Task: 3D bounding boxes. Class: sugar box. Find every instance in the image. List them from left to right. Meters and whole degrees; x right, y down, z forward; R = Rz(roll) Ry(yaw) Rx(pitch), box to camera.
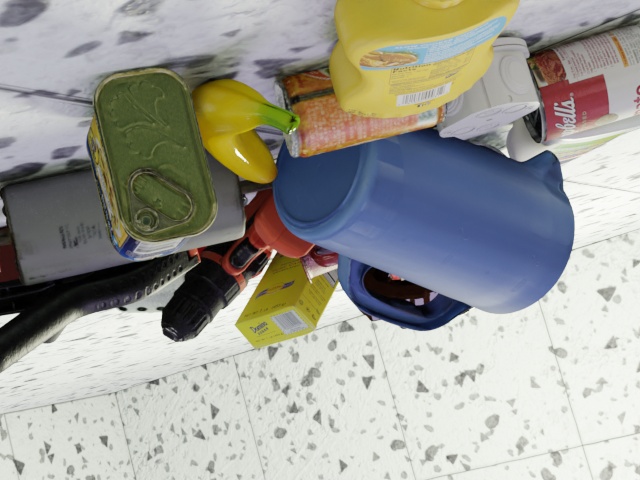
[{"bbox_3d":[-0.019,0.036,1.182,0.094,0.048,0.176,-20,-148,38],"label":"sugar box"}]

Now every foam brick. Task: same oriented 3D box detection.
[{"bbox_3d":[-0.269,0.022,0.934,0.051,0.053,0.078,-16,172,4],"label":"foam brick"}]

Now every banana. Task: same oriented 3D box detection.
[{"bbox_3d":[-0.055,-0.069,0.695,0.037,0.069,0.198,-51,-178,-6],"label":"banana"}]

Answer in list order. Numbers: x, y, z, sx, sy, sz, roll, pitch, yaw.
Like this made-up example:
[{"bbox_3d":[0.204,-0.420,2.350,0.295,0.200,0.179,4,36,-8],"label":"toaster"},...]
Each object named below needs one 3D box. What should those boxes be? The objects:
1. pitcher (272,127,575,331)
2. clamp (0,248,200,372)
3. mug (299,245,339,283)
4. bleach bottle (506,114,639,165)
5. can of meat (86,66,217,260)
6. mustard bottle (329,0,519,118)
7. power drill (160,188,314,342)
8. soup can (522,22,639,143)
[{"bbox_3d":[0.076,-0.018,0.846,0.242,0.149,0.145,17,160,-42],"label":"pitcher"},{"bbox_3d":[-0.196,0.037,0.828,0.209,0.036,0.165,-25,-157,-30],"label":"clamp"},{"bbox_3d":[0.013,-0.009,1.081,0.081,0.093,0.117,-20,-156,1],"label":"mug"},{"bbox_3d":[0.226,-0.105,0.966,0.102,0.068,0.251,-13,174,2],"label":"bleach bottle"},{"bbox_3d":[-0.106,-0.042,0.646,0.057,0.102,0.084,-12,173,-19],"label":"can of meat"},{"bbox_3d":[0.055,-0.119,0.568,0.096,0.058,0.191,-14,172,-3],"label":"mustard bottle"},{"bbox_3d":[-0.056,0.001,0.927,0.184,0.057,0.188,-54,-168,-30],"label":"power drill"},{"bbox_3d":[0.204,-0.119,0.805,0.102,0.068,0.068,-16,172,0],"label":"soup can"}]
